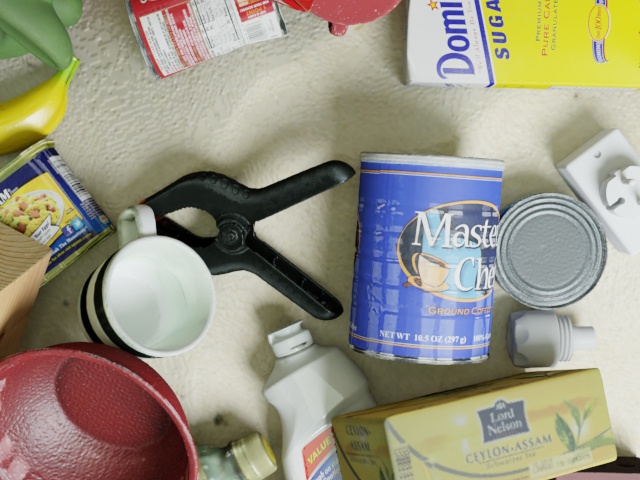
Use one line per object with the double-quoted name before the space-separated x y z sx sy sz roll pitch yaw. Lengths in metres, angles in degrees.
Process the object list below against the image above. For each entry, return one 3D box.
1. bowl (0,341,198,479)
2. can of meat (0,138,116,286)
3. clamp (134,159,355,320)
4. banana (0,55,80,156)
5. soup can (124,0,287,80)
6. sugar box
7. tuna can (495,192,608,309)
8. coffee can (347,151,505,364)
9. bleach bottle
"bowl" -0.152 0.125 0.730 0.162 0.055 0.162 7 121 11
"can of meat" -0.214 -0.011 0.784 0.102 0.057 0.084 -37 95 3
"clamp" -0.055 0.001 0.784 0.172 0.039 0.120 1 103 16
"banana" -0.273 -0.091 0.792 0.197 0.037 0.069 -7 70 -1
"soup can" -0.082 -0.163 0.767 0.102 0.068 0.068 -19 93 1
"sugar box" 0.149 -0.157 0.777 0.176 0.048 0.093 1 94 -1
"tuna can" 0.167 0.007 0.793 0.086 0.034 0.086 0 94 0
"coffee can" 0.074 0.010 0.760 0.103 0.103 0.140 4 94 0
"bleach bottle" 0.014 0.182 0.792 0.102 0.068 0.251 -23 91 2
